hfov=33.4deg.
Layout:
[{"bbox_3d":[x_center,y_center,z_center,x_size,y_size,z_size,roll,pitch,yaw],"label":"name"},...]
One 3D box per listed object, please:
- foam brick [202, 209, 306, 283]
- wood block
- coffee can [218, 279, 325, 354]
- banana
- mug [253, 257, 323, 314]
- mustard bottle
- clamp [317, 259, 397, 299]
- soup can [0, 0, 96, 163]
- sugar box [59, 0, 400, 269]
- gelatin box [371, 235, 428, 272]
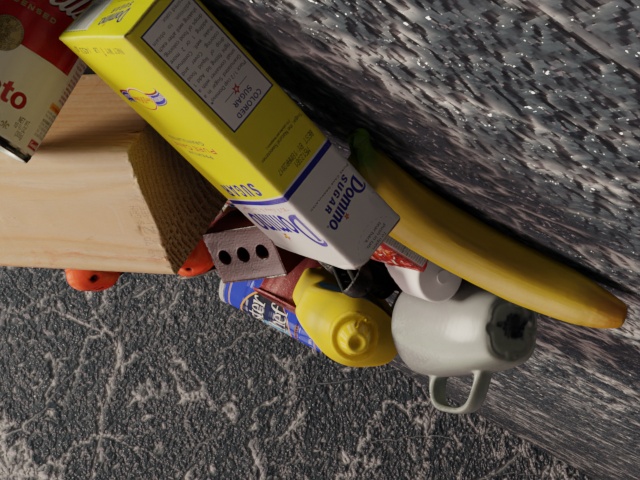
[{"bbox_3d":[-0.056,0.001,0.956,0.078,0.051,0.053,-9,112,36],"label":"foam brick"},{"bbox_3d":[-0.171,-0.043,0.662,0.206,0.090,0.090,2,129,25],"label":"wood block"},{"bbox_3d":[-0.033,0.056,1.246,0.140,0.103,0.102,27,173,14],"label":"coffee can"},{"bbox_3d":[0.084,0.001,0.614,0.197,0.037,0.070,30,175,-15],"label":"banana"},{"bbox_3d":[-0.013,0.035,1.087,0.093,0.081,0.117,31,173,-22],"label":"mug"},{"bbox_3d":[0.025,0.069,0.932,0.096,0.058,0.191,28,-176,-5],"label":"mustard bottle"},{"bbox_3d":[0.006,0.002,0.903,0.165,0.036,0.209,40,-174,21],"label":"clamp"},{"bbox_3d":[-0.160,-0.101,0.570,0.068,0.102,0.068,29,174,3],"label":"soup can"},{"bbox_3d":[-0.045,-0.057,0.550,0.176,0.048,0.093,47,164,-29],"label":"sugar box"},{"bbox_3d":[0.033,-0.010,0.777,0.073,0.030,0.089,32,173,-25],"label":"gelatin box"}]
